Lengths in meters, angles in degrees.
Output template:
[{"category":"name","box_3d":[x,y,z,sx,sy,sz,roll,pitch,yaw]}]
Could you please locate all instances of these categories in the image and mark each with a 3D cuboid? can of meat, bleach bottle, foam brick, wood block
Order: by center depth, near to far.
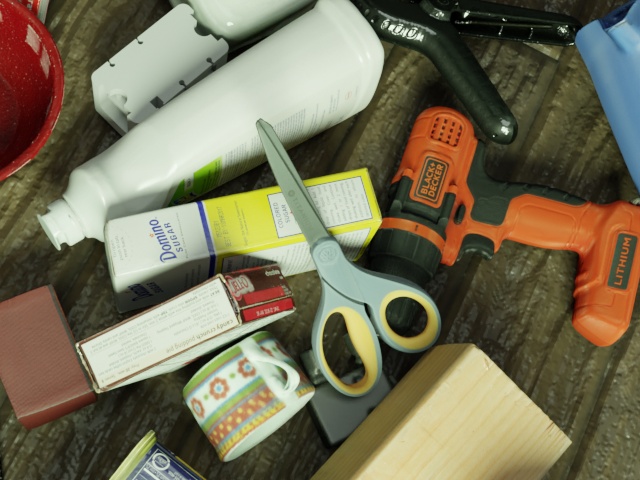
[{"category":"can of meat","box_3d":[-0.091,0.168,0.655,0.084,0.102,0.057,38,70,2]},{"category":"wood block","box_3d":[0.045,0.169,0.666,0.091,0.090,0.206,45,77,-3]},{"category":"foam brick","box_3d":[-0.183,0.077,0.695,0.051,0.053,0.078,-23,76,-15]},{"category":"bleach bottle","box_3d":[-0.077,-0.072,0.731,0.250,0.103,0.068,-32,75,-18]}]

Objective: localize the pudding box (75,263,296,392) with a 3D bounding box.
[{"category":"pudding box","box_3d":[-0.083,0.054,0.675,0.114,0.090,0.039,-28,82,19]}]

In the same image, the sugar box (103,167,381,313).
[{"category":"sugar box","box_3d":[-0.055,0.001,0.717,0.176,0.093,0.048,-10,73,-12]}]

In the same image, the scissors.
[{"category":"scissors","box_3d":[0.023,0.008,0.679,0.096,0.016,0.202,-14,114,-8]}]

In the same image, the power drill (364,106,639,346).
[{"category":"power drill","box_3d":[0.130,0.010,0.761,0.187,0.057,0.184,20,71,-2]}]

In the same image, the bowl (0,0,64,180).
[{"category":"bowl","box_3d":[-0.257,-0.097,0.737,0.162,0.055,0.162,2,72,-8]}]

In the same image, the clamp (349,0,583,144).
[{"category":"clamp","box_3d":[0.096,-0.171,0.815,0.210,0.036,0.164,37,49,12]}]
